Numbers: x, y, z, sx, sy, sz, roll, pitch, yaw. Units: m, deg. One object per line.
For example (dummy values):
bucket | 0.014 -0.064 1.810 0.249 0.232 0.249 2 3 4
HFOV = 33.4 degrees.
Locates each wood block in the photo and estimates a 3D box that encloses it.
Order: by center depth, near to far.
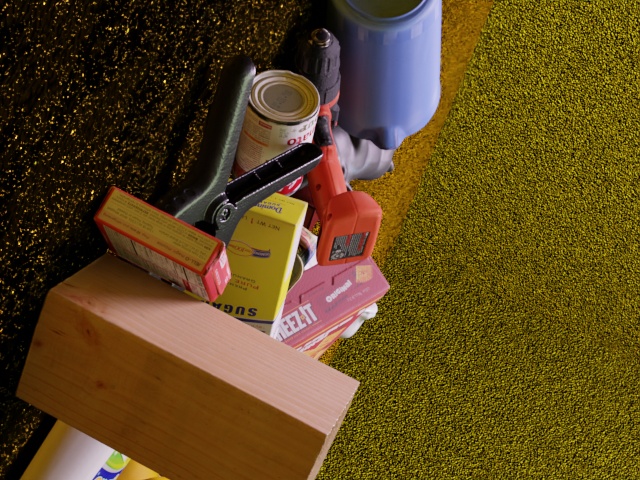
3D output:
wood block | -0.090 0.103 0.736 0.090 0.206 0.090 -67 172 22

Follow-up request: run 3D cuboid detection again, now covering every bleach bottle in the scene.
bleach bottle | -0.208 0.202 0.836 0.250 0.068 0.103 -58 171 -26

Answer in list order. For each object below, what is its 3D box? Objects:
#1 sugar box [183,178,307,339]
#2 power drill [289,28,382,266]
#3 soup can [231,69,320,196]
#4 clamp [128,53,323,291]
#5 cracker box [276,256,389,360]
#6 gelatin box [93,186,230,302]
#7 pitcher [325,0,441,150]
sugar box | -0.075 0.032 0.979 0.048 0.093 0.176 -64 170 -55
power drill | 0.008 -0.085 1.024 0.184 0.057 0.188 98 -19 -61
soup can | -0.041 -0.095 0.961 0.068 0.068 0.102 -58 170 -39
clamp | -0.081 -0.030 0.860 0.210 0.036 0.164 -57 149 0
cracker box | -0.037 0.102 1.175 0.164 0.072 0.214 -29 169 -30
gelatin box | -0.107 0.004 0.739 0.030 0.089 0.073 -62 172 -16
pitcher | 0.064 -0.218 1.114 0.145 0.149 0.243 -47 166 -12
